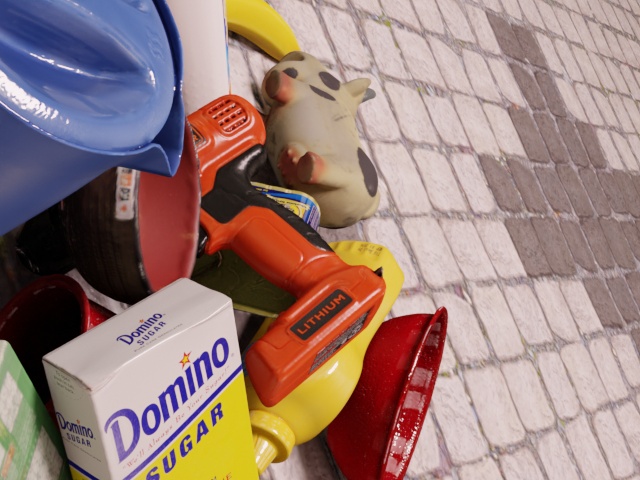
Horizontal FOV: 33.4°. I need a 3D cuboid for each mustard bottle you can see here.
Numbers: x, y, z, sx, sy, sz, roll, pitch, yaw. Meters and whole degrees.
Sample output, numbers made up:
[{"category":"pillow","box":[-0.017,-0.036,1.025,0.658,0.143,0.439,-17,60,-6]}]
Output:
[{"category":"mustard bottle","box":[-0.013,0.083,0.742,0.058,0.096,0.191,58,41,-29]}]

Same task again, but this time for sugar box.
[{"category":"sugar box","box":[-0.079,0.118,0.557,0.093,0.048,0.176,-32,130,-38]}]

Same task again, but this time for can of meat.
[{"category":"can of meat","box":[-0.055,0.001,0.757,0.102,0.057,0.084,12,36,4]}]

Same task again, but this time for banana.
[{"category":"banana","box":[-0.080,-0.190,0.935,0.197,0.037,0.069,-12,106,-55]}]

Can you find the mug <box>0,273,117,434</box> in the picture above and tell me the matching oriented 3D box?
[{"category":"mug","box":[-0.136,0.088,0.585,0.081,0.093,0.117,36,67,-42]}]

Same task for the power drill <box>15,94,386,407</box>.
[{"category":"power drill","box":[-0.067,0.010,0.662,0.184,0.057,0.188,-37,75,-25]}]

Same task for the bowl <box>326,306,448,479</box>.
[{"category":"bowl","box":[0.046,0.120,0.800,0.162,0.055,0.162,16,90,-75]}]

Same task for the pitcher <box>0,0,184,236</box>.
[{"category":"pitcher","box":[-0.190,-0.051,0.453,0.144,0.243,0.149,-3,68,-56]}]
